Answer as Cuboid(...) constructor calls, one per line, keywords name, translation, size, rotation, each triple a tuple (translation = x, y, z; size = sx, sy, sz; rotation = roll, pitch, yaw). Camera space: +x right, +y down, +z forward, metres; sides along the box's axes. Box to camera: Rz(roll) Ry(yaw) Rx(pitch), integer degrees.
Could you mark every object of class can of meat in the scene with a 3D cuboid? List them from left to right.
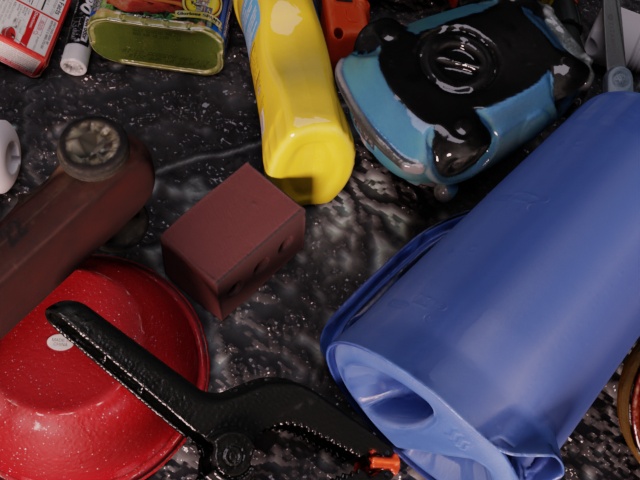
Cuboid(name="can of meat", translation=(-0.109, -0.170, 0.758), size=(0.102, 0.057, 0.084), rotation=(8, 64, 1))

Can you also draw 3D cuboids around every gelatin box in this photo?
Cuboid(name="gelatin box", translation=(-0.224, -0.166, 0.746), size=(0.089, 0.030, 0.073), rotation=(26, 59, -23))

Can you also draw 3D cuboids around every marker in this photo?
Cuboid(name="marker", translation=(-0.168, -0.174, 0.778), size=(0.020, 0.020, 0.121), rotation=(6, 61, 0))

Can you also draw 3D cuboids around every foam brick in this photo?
Cuboid(name="foam brick", translation=(-0.054, 0.001, 0.670), size=(0.051, 0.053, 0.078), rotation=(41, 68, 17))

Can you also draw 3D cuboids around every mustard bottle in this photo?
Cuboid(name="mustard bottle", translation=(-0.023, -0.125, 0.714), size=(0.058, 0.096, 0.191), rotation=(-9, 62, -7))

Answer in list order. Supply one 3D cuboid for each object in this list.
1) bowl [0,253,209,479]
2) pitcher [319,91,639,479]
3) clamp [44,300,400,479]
Cuboid(name="bowl", translation=(-0.147, 0.068, 0.628), size=(0.162, 0.055, 0.162), rotation=(1, 62, -2))
Cuboid(name="pitcher", translation=(0.120, 0.024, 0.620), size=(0.149, 0.145, 0.242), rotation=(42, 69, 8))
Cuboid(name="clamp", translation=(-0.058, 0.129, 0.578), size=(0.209, 0.036, 0.164), rotation=(13, 69, -18))
